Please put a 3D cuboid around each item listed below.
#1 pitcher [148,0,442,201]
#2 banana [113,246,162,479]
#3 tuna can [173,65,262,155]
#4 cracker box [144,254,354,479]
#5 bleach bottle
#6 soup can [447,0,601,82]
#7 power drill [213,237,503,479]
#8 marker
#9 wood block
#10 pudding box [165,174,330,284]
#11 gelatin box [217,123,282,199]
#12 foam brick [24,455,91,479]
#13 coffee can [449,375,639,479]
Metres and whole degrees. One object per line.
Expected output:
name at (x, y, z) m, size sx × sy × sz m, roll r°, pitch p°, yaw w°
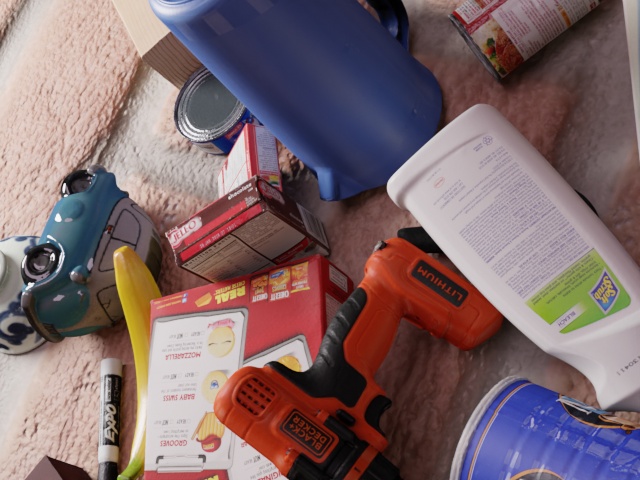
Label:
pitcher at (-0.015, -0.157, 0.830) m, size 0.145 × 0.242 × 0.149 m, roll -35°, pitch 48°, yaw 15°
banana at (-0.143, 0.105, 0.887) m, size 0.037 × 0.069 × 0.198 m, roll -10°, pitch 73°, yaw 14°
tuna can at (-0.093, -0.123, 0.992) m, size 0.086 × 0.033 × 0.086 m, roll -14°, pitch 61°, yaw 26°
cracker box at (-0.051, 0.135, 0.822) m, size 0.164 × 0.072 × 0.213 m, roll -16°, pitch 61°, yaw 25°
bleach bottle at (0.156, 0.028, 0.719) m, size 0.103 × 0.068 × 0.251 m, roll -42°, pitch 66°, yaw 15°
soup can at (0.161, -0.183, 0.844) m, size 0.102 × 0.068 × 0.068 m, roll -38°, pitch 54°, yaw 11°
power drill at (0.048, 0.103, 0.736) m, size 0.184 × 0.057 × 0.187 m, roll 36°, pitch 63°, yaw 8°
marker at (-0.182, 0.161, 0.922) m, size 0.020 × 0.020 × 0.121 m, roll -17°, pitch 60°, yaw 24°
wood block at (-0.151, -0.249, 1.053) m, size 0.091 × 0.090 × 0.206 m, roll -38°, pitch 54°, yaw 11°
pudding box at (-0.056, 0.001, 0.861) m, size 0.090 × 0.113 × 0.039 m, roll -30°, pitch 59°, yaw 16°
gelatin box at (-0.061, -0.045, 0.911) m, size 0.089 × 0.030 × 0.073 m, roll 127°, pitch 143°, yaw -53°
foam brick at (-0.228, 0.230, 0.897) m, size 0.078 × 0.051 × 0.053 m, roll -51°, pitch 52°, yaw 1°
coffee can at (0.166, 0.155, 0.659) m, size 0.141 × 0.102 × 0.103 m, roll 19°, pitch 79°, yaw 36°
